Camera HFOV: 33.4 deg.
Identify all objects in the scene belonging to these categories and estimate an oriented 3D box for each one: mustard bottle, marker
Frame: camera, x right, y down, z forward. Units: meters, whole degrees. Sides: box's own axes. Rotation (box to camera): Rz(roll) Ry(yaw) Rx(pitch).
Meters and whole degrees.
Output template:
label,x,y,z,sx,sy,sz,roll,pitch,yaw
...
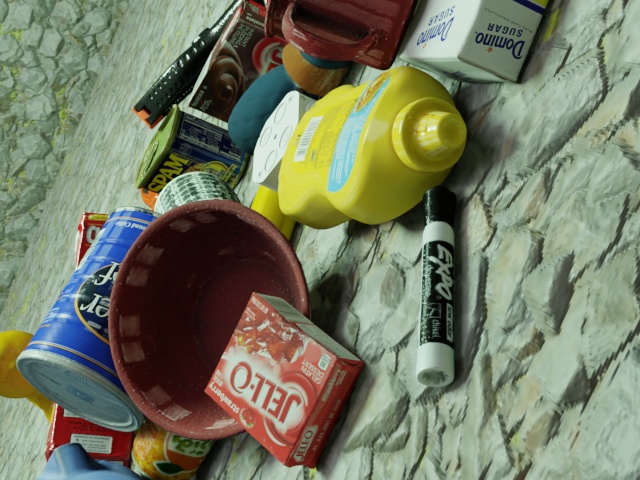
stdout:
label,x,y,z,sx,sy,sz,roll,pitch,yaw
mustard bottle,0.035,-0.057,0.649,0.096,0.058,0.192,-66,18,-10
marker,0.061,0.020,0.558,0.020,0.020,0.121,-47,28,46

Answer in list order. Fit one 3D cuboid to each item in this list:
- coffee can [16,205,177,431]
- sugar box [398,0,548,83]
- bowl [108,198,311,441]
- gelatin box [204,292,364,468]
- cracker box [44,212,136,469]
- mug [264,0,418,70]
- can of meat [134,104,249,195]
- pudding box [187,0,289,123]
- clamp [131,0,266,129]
label,x,y,z,sx,sy,sz,roll,pitch,yaw
coffee can,-0.151,0.060,0.815,0.103,0.102,0.140,-34,25,58
sugar box,0.108,-0.178,0.606,0.093,0.048,0.176,-148,76,-71
bowl,-0.066,0.055,0.735,0.162,0.055,0.162,-3,83,27
gelatin box,-0.023,0.084,0.648,0.089,0.030,0.073,35,103,43
cracker box,-0.192,0.105,0.937,0.164,0.072,0.213,115,159,-63
mug,0.016,-0.149,0.656,0.117,0.081,0.093,-66,-4,-46
can of meat,-0.127,-0.077,1.063,0.102,0.083,0.057,-45,30,49
pudding box,-0.052,-0.145,0.925,0.114,0.090,0.039,-50,24,45
clamp,-0.102,-0.195,1.063,0.210,0.036,0.164,-44,4,12
